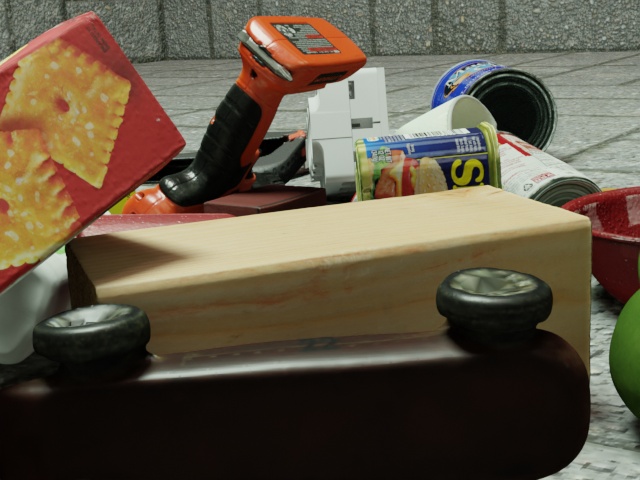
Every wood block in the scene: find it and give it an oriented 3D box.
[{"bbox_3d":[0.003,0.037,0.459,0.205,0.090,0.091,-8,14,-19],"label":"wood block"}]

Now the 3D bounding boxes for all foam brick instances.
[{"bbox_3d":[-0.037,-0.006,0.740,0.051,0.053,0.078,6,15,34],"label":"foam brick"}]

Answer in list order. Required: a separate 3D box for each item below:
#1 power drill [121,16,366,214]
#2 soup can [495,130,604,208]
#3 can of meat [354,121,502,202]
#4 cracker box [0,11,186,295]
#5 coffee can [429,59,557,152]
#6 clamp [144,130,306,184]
[{"bbox_3d":[-0.045,-0.073,0.784,0.057,0.188,0.184,42,27,15],"label":"power drill"},{"bbox_3d":[0.137,-0.027,0.715,0.068,0.068,0.102,-8,24,-18],"label":"soup can"},{"bbox_3d":[0.066,-0.017,0.655,0.084,0.102,0.057,-6,13,0],"label":"can of meat"},{"bbox_3d":[-0.175,0.013,0.396,0.164,0.072,0.213,-20,18,48],"label":"cracker box"},{"bbox_3d":[0.178,-0.134,1.121,0.102,0.103,0.140,-4,13,-4],"label":"coffee can"},{"bbox_3d":[-0.081,-0.055,0.919,0.171,0.039,0.120,-17,43,-19],"label":"clamp"}]
